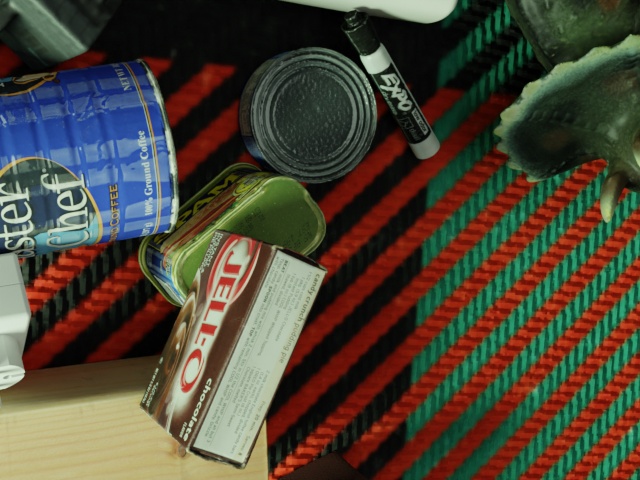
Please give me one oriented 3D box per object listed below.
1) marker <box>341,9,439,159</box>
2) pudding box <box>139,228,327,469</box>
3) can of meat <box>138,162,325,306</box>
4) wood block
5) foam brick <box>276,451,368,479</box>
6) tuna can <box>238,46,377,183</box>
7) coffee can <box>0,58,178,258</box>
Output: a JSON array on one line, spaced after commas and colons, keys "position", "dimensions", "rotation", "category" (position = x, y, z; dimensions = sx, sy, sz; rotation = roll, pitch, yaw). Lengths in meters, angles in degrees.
[{"position": [0.046, -0.101, 0.693], "dimensions": [0.020, 0.020, 0.121], "rotation": [-44, 129, -11], "category": "marker"}, {"position": [-0.048, 0.053, 0.565], "dimensions": [0.039, 0.090, 0.113], "rotation": [23, 86, -24], "category": "pudding box"}, {"position": [-0.054, 0.001, 0.653], "dimensions": [0.102, 0.084, 0.057], "rotation": [-41, 109, -12], "category": "can of meat"}, {"position": [-0.142, 0.126, 0.632], "dimensions": [0.205, 0.090, 0.091], "rotation": [-5, 97, -20], "category": "wood block"}, {"position": [0.009, 0.183, 0.704], "dimensions": [0.053, 0.078, 0.051], "rotation": [-22, 106, -17], "category": "foam brick"}, {"position": [-0.009, -0.080, 0.688], "dimensions": [0.086, 0.034, 0.086], "rotation": [-3, 97, -21], "category": "tuna can"}, {"position": [-0.161, -0.042, 0.597], "dimensions": [0.140, 0.103, 0.103], "rotation": [-11, 100, -20], "category": "coffee can"}]
